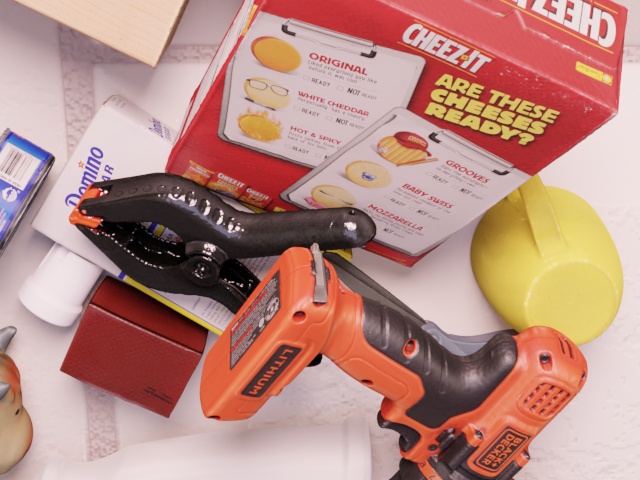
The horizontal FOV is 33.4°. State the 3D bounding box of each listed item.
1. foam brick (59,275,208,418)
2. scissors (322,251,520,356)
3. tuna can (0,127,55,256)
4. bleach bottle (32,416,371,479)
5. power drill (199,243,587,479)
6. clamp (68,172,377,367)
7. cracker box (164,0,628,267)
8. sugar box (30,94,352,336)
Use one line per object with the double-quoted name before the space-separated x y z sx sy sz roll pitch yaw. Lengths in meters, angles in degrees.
"foam brick" -0.118 0.067 0.682 0.078 0.051 0.053 26 107 -10
"scissors" 0.088 0.056 0.681 0.096 0.016 0.201 -33 120 1
"tuna can" -0.192 -0.022 0.632 0.033 0.086 0.086 30 106 -13
"bleach bottle" -0.092 0.171 0.714 0.251 0.068 0.102 0 109 1
"power drill" 0.030 0.095 0.605 0.187 0.057 0.185 25 118 -22
"clamp" -0.054 0.001 0.606 0.171 0.039 0.120 25 124 -9
"cracker box" 0.028 -0.075 0.556 0.164 0.072 0.214 21 152 -13
"sugar box" -0.078 -0.005 0.662 0.176 0.048 0.093 33 106 -8
